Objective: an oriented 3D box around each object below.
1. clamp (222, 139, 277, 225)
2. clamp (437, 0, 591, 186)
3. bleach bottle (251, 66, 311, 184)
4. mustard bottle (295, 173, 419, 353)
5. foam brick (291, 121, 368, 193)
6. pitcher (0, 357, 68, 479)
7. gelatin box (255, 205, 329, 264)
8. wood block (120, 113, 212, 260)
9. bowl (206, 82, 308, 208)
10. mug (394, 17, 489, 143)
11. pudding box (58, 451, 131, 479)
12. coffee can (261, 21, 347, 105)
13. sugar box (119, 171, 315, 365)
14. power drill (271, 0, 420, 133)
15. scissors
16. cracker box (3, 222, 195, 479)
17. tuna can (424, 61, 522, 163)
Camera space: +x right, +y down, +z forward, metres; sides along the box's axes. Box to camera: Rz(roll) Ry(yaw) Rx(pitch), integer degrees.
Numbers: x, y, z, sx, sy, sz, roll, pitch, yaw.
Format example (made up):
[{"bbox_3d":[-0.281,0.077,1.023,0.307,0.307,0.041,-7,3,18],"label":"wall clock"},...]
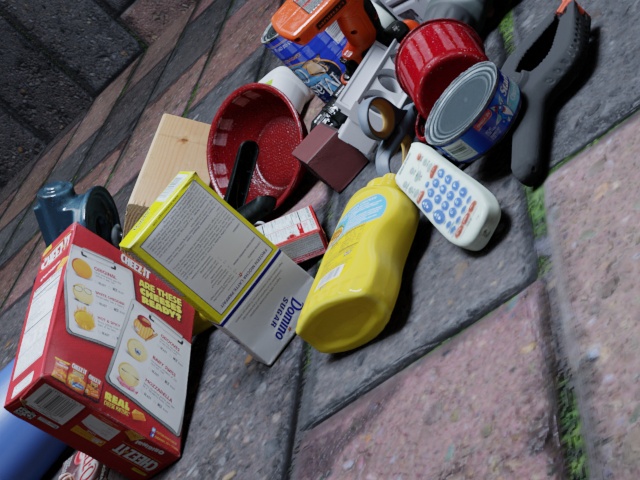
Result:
[{"bbox_3d":[-0.101,-0.021,1.250,0.172,0.039,0.120,-65,24,24],"label":"clamp"},{"bbox_3d":[0.181,-0.124,0.927,0.210,0.036,0.165,-54,22,-8],"label":"clamp"},{"bbox_3d":[-0.082,-0.128,1.430,0.103,0.068,0.250,-35,26,34],"label":"bleach bottle"},{"bbox_3d":[0.042,0.006,0.934,0.096,0.058,0.191,-37,22,41],"label":"mustard bottle"},{"bbox_3d":[0.010,-0.093,1.191,0.051,0.053,0.078,-47,19,0],"label":"foam brick"},{"bbox_3d":[-0.349,0.214,1.261,0.242,0.145,0.149,-48,32,-12],"label":"pitcher"},{"bbox_3d":[-0.040,0.003,1.106,0.089,0.030,0.073,-21,22,0],"label":"gelatin box"},{"bbox_3d":[-0.186,-0.064,1.370,0.206,0.091,0.090,-81,6,-52],"label":"wood block"},{"bbox_3d":[-0.065,-0.108,1.298,0.162,0.055,0.162,0,90,41],"label":"bowl"},{"bbox_3d":[0.120,-0.148,1.038,0.081,0.093,0.117,-102,31,-60],"label":"mug"},{"bbox_3d":[-0.225,0.239,1.068,0.090,0.039,0.113,-41,21,15],"label":"pudding box"},{"bbox_3d":[0.011,-0.234,1.320,0.103,0.140,0.103,-40,21,19],"label":"coffee can"},{"bbox_3d":[-0.088,0.026,0.987,0.093,0.176,0.048,-51,22,-12],"label":"sugar box"},{"bbox_3d":[0.023,-0.211,1.205,0.184,0.187,0.057,-48,52,2],"label":"power drill"},{"bbox_3d":[0.081,-0.139,1.086,0.016,0.096,0.201,-16,38,33],"label":"scissors"},{"bbox_3d":[-0.211,0.109,1.055,0.072,0.164,0.213,-38,32,26],"label":"cracker box"},{"bbox_3d":[0.130,-0.108,0.910,0.086,0.033,0.086,-44,25,26],"label":"tuna can"}]
